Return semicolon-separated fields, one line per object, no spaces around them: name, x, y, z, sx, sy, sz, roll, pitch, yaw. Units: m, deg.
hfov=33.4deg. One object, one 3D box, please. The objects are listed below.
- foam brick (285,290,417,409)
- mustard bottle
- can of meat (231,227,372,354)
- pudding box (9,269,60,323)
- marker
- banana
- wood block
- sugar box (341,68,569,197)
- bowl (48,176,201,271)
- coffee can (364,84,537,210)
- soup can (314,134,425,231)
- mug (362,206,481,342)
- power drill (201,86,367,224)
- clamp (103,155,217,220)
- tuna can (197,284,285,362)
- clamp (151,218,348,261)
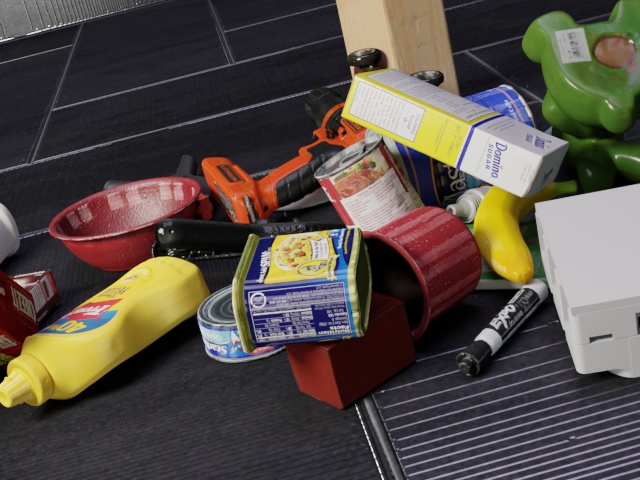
foam brick;0.022;0.077;0.770;0.078;0.051;0.053;-28;27;-31
mustard bottle;-0.185;0.079;0.876;0.096;0.058;0.191;-4;23;43
can of meat;-0.010;0.032;0.750;0.084;0.057;0.102;-7;24;9
pudding box;-0.316;0.068;1.007;0.113;0.039;0.090;-8;22;14
marker;0.133;0.063;0.780;0.020;0.020;0.120;4;28;37
banana;0.163;-0.018;0.893;0.070;0.037;0.197;-2;24;26
wood block;0.092;-0.222;1.246;0.090;0.206;0.091;-25;24;-28
sugar box;0.116;-0.094;0.917;0.176;0.048;0.093;29;23;19
bowl;-0.196;-0.012;1.109;0.162;0.055;0.162;-12;22;5
coffee can;0.126;-0.081;1.023;0.140;0.103;0.103;-18;22;-11
soup can;0.050;-0.032;0.928;0.068;0.102;0.068;-30;14;8
mug;0.062;0.022;0.831;0.117;0.093;0.081;6;24;44
power drill;-0.027;-0.090;1.138;0.187;0.057;0.185;-27;38;-12
clamp;-0.161;-0.061;1.232;0.120;0.039;0.172;-33;35;-30
tuna can;-0.057;0.063;0.872;0.086;0.034;0.086;-12;22;5
clamp;-0.056;0.001;0.971;0.209;0.036;0.165;0;-5;-17
